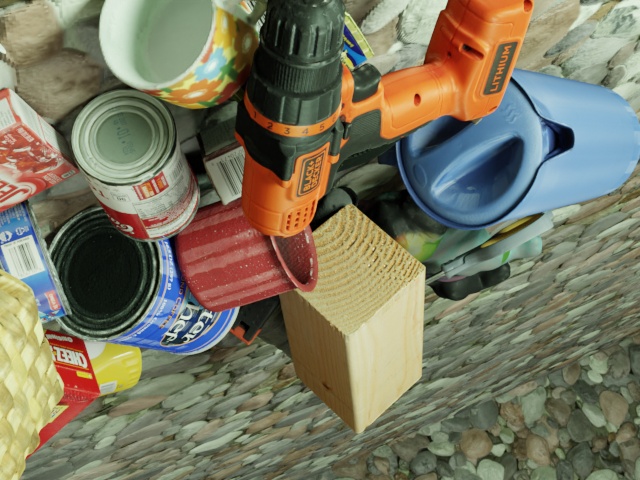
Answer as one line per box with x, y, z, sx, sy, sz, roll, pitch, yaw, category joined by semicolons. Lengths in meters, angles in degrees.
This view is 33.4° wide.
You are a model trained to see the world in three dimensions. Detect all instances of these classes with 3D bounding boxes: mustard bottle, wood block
-0.272;0.140;1.029;0.191;0.058;0.096;-17;161;-25;mustard bottle
0.029;0.074;0.930;0.090;0.091;0.206;-40;154;-18;wood block

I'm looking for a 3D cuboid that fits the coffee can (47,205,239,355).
-0.138;0.035;0.850;0.103;0.103;0.140;-30;161;13;coffee can

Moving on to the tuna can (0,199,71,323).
-0.203;0.017;0.738;0.033;0.086;0.086;-21;161;-13;tuna can

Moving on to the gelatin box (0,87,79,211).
-0.198;-0.049;0.651;0.073;0.030;0.089;-26;162;2;gelatin box

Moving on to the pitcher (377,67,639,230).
0.174;-0.085;0.928;0.242;0.149;0.145;-7;139;-52;pitcher

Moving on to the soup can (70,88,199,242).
-0.119;-0.048;0.701;0.068;0.068;0.102;-24;161;-7;soup can

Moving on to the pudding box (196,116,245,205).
-0.027;-0.073;0.737;0.113;0.039;0.090;-24;-162;-2;pudding box

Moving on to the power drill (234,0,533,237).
0.035;-0.099;0.617;0.187;0.057;0.185;-28;153;-26;power drill

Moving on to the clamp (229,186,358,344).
-0.021;0.016;0.957;0.172;0.039;0.120;-50;173;15;clamp

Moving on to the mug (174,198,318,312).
-0.055;0.001;0.820;0.082;0.093;0.117;-18;-159;17;mug

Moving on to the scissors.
0.138;0.016;1.001;0.202;0.016;0.096;-29;-179;40;scissors
